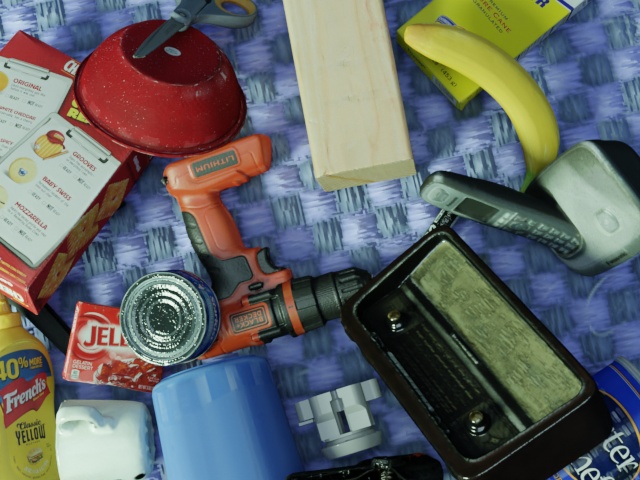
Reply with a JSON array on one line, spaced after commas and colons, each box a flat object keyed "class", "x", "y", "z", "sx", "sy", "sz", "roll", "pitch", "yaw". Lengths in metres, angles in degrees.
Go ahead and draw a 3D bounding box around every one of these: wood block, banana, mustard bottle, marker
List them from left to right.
[{"class": "mustard bottle", "x": -0.282, "y": 0.142, "z": 0.964, "sx": 0.058, "sy": 0.096, "sz": 0.191, "roll": -9, "pitch": 89, "yaw": 35}, {"class": "wood block", "x": 0.024, "y": -0.158, "z": 0.976, "sx": 0.090, "sy": 0.091, "sz": 0.206, "roll": -11, "pitch": 83, "yaw": 5}, {"class": "marker", "x": 0.100, "y": 0.004, "z": 0.987, "sx": 0.020, "sy": 0.020, "sz": 0.121, "roll": 35, "pitch": 88, "yaw": 8}, {"class": "banana", "x": 0.157, "y": -0.130, "z": 0.949, "sx": 0.069, "sy": 0.037, "sz": 0.197, "roll": -42, "pitch": 107, "yaw": -3}]

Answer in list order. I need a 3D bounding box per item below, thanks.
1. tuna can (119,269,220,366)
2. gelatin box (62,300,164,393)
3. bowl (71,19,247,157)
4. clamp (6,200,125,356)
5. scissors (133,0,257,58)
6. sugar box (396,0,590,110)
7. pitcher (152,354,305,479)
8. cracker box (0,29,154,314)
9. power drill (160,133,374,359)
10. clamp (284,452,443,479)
[{"class": "tuna can", "x": -0.134, "y": 0.068, "z": 0.949, "sx": 0.086, "sy": 0.033, "sz": 0.086, "roll": 0, "pitch": 89, "yaw": 14}, {"class": "gelatin box", "x": -0.187, "y": 0.098, "z": 0.986, "sx": 0.089, "sy": 0.030, "sz": 0.073, "roll": 12, "pitch": 84, "yaw": -17}, {"class": "bowl", "x": -0.140, "y": -0.150, "z": 0.964, "sx": 0.162, "sy": 0.055, "sz": 0.162, "roll": 10, "pitch": 46, "yaw": -11}, {"class": "clamp", "x": -0.291, "y": 0.014, "z": 1.017, "sx": 0.210, "sy": 0.036, "sz": 0.164, "roll": 16, "pitch": 84, "yaw": 3}, {"class": "scissors", "x": -0.107, "y": -0.196, "z": 0.966, "sx": 0.096, "sy": 0.201, "sz": 0.016, "roll": 20, "pitch": 126, "yaw": -13}, {"class": "sugar box", "x": 0.166, "y": -0.213, "z": 0.989, "sx": 0.176, "sy": 0.048, "sz": 0.093, "roll": -41, "pitch": 84, "yaw": 2}, {"class": "pitcher", "x": -0.076, "y": 0.232, "z": 0.935, "sx": 0.149, "sy": 0.145, "sz": 0.243, "roll": -15, "pitch": 79, "yaw": -8}, {"class": "cracker box", "x": -0.267, "y": -0.065, "z": 0.975, "sx": 0.164, "sy": 0.072, "sz": 0.213, "roll": 29, "pitch": 66, "yaw": 7}, {"class": "power drill", "x": -0.056, "y": 0.001, "z": 0.984, "sx": 0.184, "sy": 0.057, "sz": 0.188, "roll": -17, "pitch": 83, "yaw": 4}, {"class": "clamp", "x": 0.062, "y": 0.201, "z": 0.893, "sx": 0.120, "sy": 0.171, "sz": 0.039, "roll": 3, "pitch": 91, "yaw": 36}]
